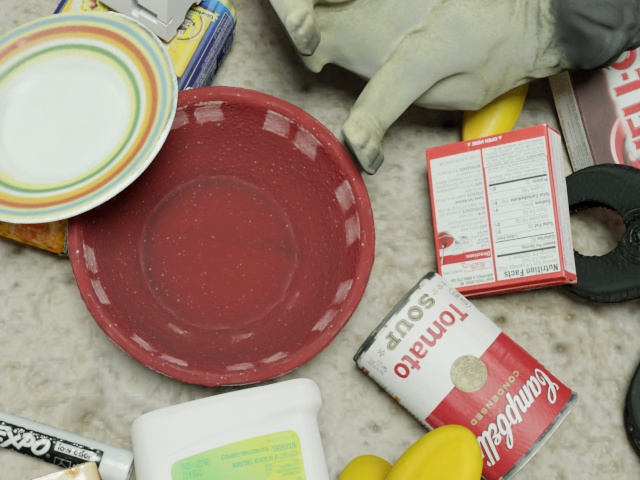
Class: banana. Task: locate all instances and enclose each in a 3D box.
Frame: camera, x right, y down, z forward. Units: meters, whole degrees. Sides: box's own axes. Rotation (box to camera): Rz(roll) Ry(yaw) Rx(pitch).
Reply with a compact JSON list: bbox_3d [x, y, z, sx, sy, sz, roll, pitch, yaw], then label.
[{"bbox_3d":[0.098,-0.142,0.673,0.069,0.037,0.198,-14,71,-1],"label":"banana"}]

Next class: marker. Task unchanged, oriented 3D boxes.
[{"bbox_3d":[-0.156,0.101,0.557,0.121,0.020,0.020,18,68,1],"label":"marker"}]

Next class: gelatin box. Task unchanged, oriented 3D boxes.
[{"bbox_3d":[0.102,-0.015,0.602,0.073,0.030,0.089,-11,78,28],"label":"gelatin box"}]

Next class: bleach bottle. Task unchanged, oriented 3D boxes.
[{"bbox_3d":[-0.022,0.200,0.514,0.102,0.068,0.251,-11,74,-12],"label":"bleach bottle"}]

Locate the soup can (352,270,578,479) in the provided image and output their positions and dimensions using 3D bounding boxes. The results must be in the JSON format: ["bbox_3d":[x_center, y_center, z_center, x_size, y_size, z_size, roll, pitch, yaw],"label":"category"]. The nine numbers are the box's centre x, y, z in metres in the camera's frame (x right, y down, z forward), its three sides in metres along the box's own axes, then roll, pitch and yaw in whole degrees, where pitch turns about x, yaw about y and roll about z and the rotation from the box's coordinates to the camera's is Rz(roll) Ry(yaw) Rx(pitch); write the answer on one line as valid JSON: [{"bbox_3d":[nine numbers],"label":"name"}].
[{"bbox_3d":[0.076,0.073,0.570,0.102,0.068,0.068,42,70,10],"label":"soup can"}]

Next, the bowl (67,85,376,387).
[{"bbox_3d":[-0.054,0.001,0.582,0.162,0.055,0.162,2,77,-8],"label":"bowl"}]

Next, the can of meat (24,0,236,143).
[{"bbox_3d":[-0.109,-0.113,0.624,0.102,0.057,0.084,23,66,1],"label":"can of meat"}]
